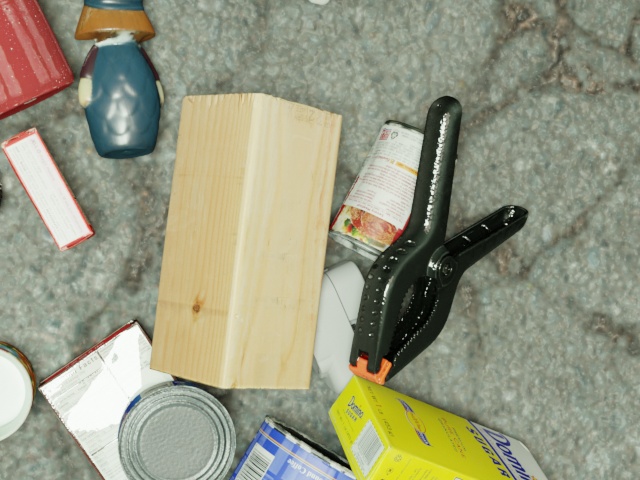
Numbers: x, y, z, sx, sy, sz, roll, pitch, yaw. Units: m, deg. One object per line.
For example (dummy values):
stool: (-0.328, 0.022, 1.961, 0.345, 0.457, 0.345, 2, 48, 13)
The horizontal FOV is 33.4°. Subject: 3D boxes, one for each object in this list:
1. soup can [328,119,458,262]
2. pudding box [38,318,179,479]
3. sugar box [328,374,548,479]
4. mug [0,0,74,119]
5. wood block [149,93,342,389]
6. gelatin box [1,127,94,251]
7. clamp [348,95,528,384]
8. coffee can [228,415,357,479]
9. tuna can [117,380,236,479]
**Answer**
soup can: (0.057, -0.035, 0.843, 0.068, 0.068, 0.102, 28, 85, -10)
pudding box: (-0.149, 0.130, 0.820, 0.090, 0.039, 0.113, -34, 94, -10)
sugar box: (0.098, 0.169, 0.814, 0.176, 0.093, 0.048, 22, 110, -26)
mug: (-0.243, -0.131, 0.783, 0.117, 0.093, 0.081, -22, 100, 21)
wood block: (-0.056, 0.001, 0.795, 0.090, 0.091, 0.206, 8, 88, -45)
gelatin box: (-0.201, -0.036, 0.791, 0.030, 0.073, 0.089, -30, 96, -10)
clamp: (0.089, 0.017, 0.818, 0.164, 0.036, 0.210, 37, 75, -47)
coffee can: (-0.034, 0.219, 0.809, 0.102, 0.103, 0.140, 32, 84, -9)
tuna can: (-0.107, 0.148, 0.789, 0.086, 0.034, 0.086, 0, 91, -12)
